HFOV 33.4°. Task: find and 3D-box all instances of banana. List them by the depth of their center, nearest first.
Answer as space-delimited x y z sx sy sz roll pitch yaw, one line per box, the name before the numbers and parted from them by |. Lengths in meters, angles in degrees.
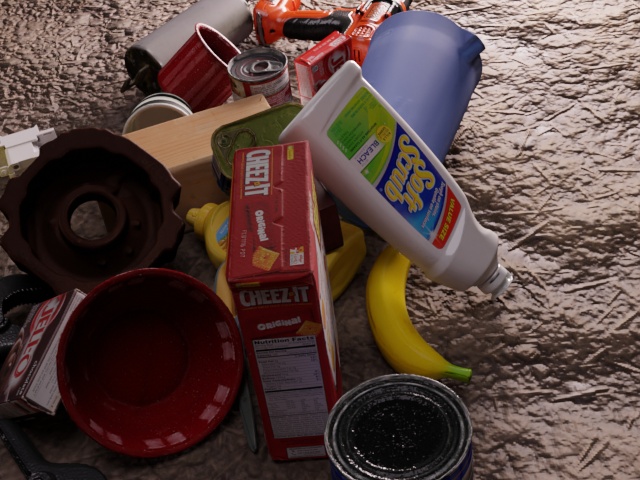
banana | 0.076 0.067 0.988 0.069 0.037 0.198 0 39 -16

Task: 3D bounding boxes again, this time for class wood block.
wood block | -0.140 -0.073 1.147 0.206 0.090 0.091 -18 42 -10

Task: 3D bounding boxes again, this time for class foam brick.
foam brick | -0.019 -0.026 1.007 0.053 0.051 0.078 -21 42 -13

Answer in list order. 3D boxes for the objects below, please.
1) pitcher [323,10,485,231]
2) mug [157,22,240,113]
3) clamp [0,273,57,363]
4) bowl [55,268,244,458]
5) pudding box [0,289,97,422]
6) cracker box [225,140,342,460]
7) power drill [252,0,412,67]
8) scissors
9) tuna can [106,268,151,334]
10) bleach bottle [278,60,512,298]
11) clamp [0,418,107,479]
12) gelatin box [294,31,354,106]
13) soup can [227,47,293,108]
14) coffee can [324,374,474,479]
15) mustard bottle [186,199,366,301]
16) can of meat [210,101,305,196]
pitcher | 0.077 -0.123 1.146 0.145 0.149 0.242 18 49 7
mug | -0.138 -0.201 1.287 0.082 0.093 0.117 -43 2 19
clamp | -0.323 0.079 1.020 0.209 0.036 0.165 -33 66 -35
bowl | -0.151 0.104 0.928 0.162 0.162 0.055 -26 8 -19
pudding box | -0.248 0.104 0.954 0.090 0.039 0.113 -20 44 49
cracker box | -0.028 0.052 0.885 0.072 0.214 0.164 -7 41 3
power drill | 0.019 -0.302 1.404 0.188 0.057 0.184 11 45 22
scissors | -0.093 0.108 0.979 0.096 0.016 0.201 -22 52 30
tuna can | -0.165 0.070 0.990 0.086 0.086 0.034 -27 45 -19
bleach bottle | 0.084 -0.045 0.991 0.251 0.068 0.102 42 66 -7
clamp | -0.240 0.215 0.873 0.172 0.039 0.120 17 49 27
gelatin box | 0.009 -0.189 1.250 0.030 0.089 0.073 27 52 35
soup can | -0.064 -0.159 1.221 0.068 0.102 0.068 -6 41 5
coffee can | 0.061 0.182 0.775 0.103 0.140 0.103 -6 41 5
mustard bottle | -0.057 0.002 1.068 0.192 0.058 0.096 19 53 29
can of meat | -0.058 -0.087 1.054 0.102 0.084 0.057 -21 82 -11
